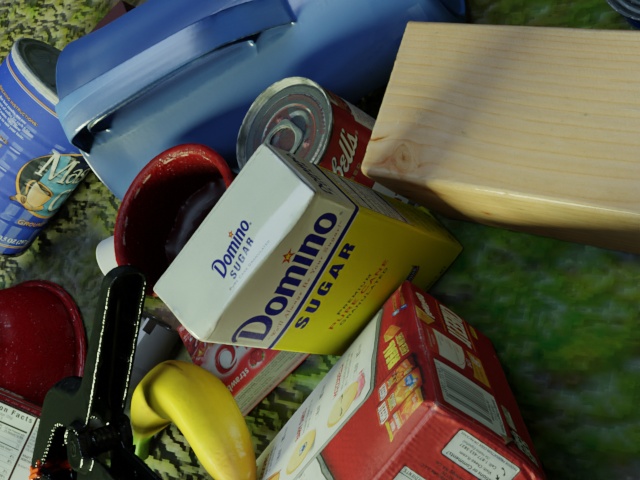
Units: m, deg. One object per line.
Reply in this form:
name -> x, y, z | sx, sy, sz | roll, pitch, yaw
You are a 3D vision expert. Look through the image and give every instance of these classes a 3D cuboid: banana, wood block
banana -> -0.080, 0.107, 0.648 | 0.198, 0.037, 0.069 | -12, 89, 65
wood block -> 0.136, -0.049, 0.535 | 0.206, 0.090, 0.091 | 13, 83, 42

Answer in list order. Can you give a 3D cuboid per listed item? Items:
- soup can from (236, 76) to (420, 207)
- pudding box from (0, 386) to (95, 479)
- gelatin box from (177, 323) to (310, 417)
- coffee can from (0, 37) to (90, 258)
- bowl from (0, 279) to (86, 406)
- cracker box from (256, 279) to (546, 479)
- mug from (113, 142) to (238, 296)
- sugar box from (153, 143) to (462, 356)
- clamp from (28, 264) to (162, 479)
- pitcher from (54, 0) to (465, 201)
soup can -> 0.009, -0.046, 0.628 | 0.069, 0.102, 0.068 | -14, 66, 35
pudding box -> -0.223, 0.167, 0.753 | 0.090, 0.039, 0.113 | 24, 88, 0
gelatin box -> -0.044, 0.057, 0.683 | 0.089, 0.030, 0.073 | -45, 52, 18
coffee can -> -0.232, -0.071, 0.833 | 0.140, 0.102, 0.103 | -48, 51, 16
bowl -> -0.254, 0.102, 0.821 | 0.162, 0.055, 0.162 | -15, 65, 35
cracker box -> 0.010, 0.142, 0.532 | 0.214, 0.072, 0.164 | -53, 10, 13
mug -> -0.054, 0.001, 0.637 | 0.117, 0.081, 0.093 | 12, 80, 39
sugar box -> 0.002, 0.014, 0.562 | 0.048, 0.176, 0.093 | 44, 105, 25
clamp -> -0.133, 0.111, 0.644 | 0.210, 0.036, 0.164 | -23, 76, 54
pitcher -> -0.040, -0.119, 0.663 | 0.243, 0.145, 0.149 | -26, 42, 23
